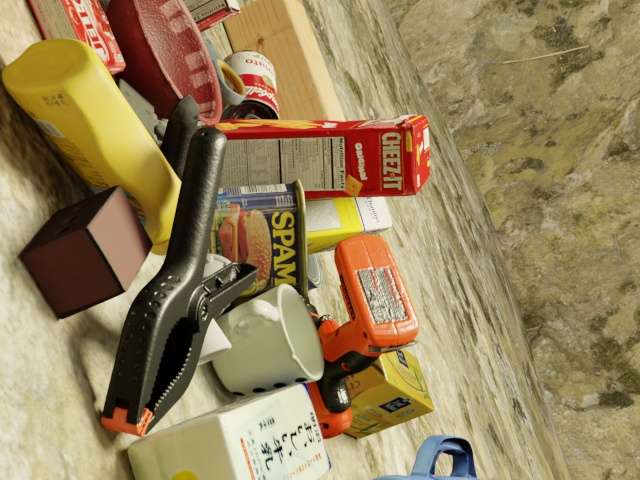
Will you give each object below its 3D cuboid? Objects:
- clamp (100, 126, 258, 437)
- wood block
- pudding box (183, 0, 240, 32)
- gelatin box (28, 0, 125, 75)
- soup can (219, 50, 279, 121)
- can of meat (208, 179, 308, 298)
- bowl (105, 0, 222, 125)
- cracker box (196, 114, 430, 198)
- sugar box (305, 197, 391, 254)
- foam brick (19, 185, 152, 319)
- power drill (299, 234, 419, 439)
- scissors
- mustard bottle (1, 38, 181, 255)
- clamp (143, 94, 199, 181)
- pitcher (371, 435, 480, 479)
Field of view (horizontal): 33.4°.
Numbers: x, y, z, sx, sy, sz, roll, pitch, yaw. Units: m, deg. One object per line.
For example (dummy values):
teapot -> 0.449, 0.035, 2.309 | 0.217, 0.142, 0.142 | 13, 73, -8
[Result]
clamp -> -0.094, 0.048, 0.752 | 0.164, 0.036, 0.210 | 74, 30, -55
wood block -> -0.039, -0.199, 1.358 | 0.206, 0.091, 0.090 | 70, 15, 9
pudding box -> -0.143, -0.261, 1.070 | 0.113, 0.090, 0.039 | 68, 15, 2
gelatin box -> -0.197, -0.174, 0.858 | 0.089, 0.030, 0.073 | 67, 14, -3
soup can -> -0.081, -0.157, 1.186 | 0.068, 0.068, 0.102 | 56, 18, -38
can of meat -> -0.056, 0.001, 0.935 | 0.057, 0.084, 0.102 | -110, -163, -68
bowl -> -0.151, -0.170, 0.972 | 0.162, 0.055, 0.162 | 59, 16, -30
cracker box -> -0.007, -0.083, 1.031 | 0.164, 0.214, 0.072 | -45, 133, -76
sugar box -> -0.009, -0.012, 1.084 | 0.175, 0.093, 0.048 | -4, 76, -56
foam brick -> -0.152, 0.006, 0.706 | 0.051, 0.053, 0.078 | 63, 15, -19
power drill -> 0.011, 0.071, 0.991 | 0.057, 0.188, 0.184 | -9, 65, -29
scissors -> -0.138, -0.213, 1.150 | 0.096, 0.016, 0.202 | 16, 31, -42
mustard bottle -> -0.144, -0.054, 0.767 | 0.096, 0.058, 0.191 | 18, -31, 46
clamp -> -0.134, -0.065, 0.842 | 0.120, 0.039, 0.171 | 31, -33, 27
pitcher -> 0.112, 0.291, 1.097 | 0.149, 0.145, 0.242 | 52, 9, 27
